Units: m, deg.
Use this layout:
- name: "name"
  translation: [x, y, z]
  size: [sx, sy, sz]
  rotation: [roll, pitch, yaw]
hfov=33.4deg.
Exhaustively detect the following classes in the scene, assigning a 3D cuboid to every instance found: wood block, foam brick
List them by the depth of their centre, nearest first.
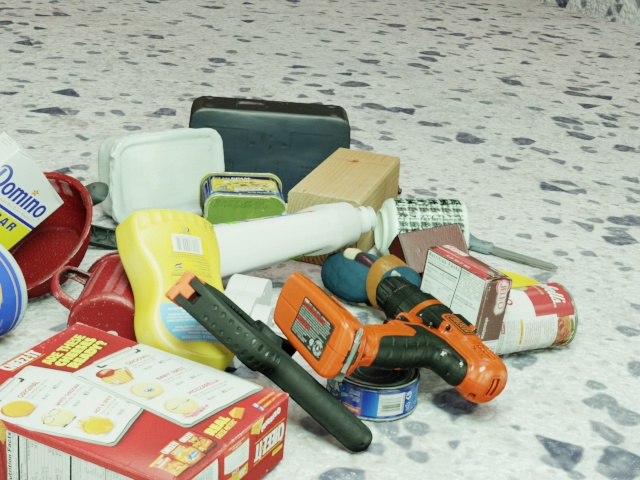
- name: "foam brick"
  translation: [0.125, 0.017, 1.221]
  size: [0.078, 0.051, 0.053]
  rotation: [-10, -19, -13]
- name: "wood block"
  translation: [0.032, -0.044, 1.348]
  size: [0.091, 0.090, 0.205]
  rotation: [10, 22, 15]

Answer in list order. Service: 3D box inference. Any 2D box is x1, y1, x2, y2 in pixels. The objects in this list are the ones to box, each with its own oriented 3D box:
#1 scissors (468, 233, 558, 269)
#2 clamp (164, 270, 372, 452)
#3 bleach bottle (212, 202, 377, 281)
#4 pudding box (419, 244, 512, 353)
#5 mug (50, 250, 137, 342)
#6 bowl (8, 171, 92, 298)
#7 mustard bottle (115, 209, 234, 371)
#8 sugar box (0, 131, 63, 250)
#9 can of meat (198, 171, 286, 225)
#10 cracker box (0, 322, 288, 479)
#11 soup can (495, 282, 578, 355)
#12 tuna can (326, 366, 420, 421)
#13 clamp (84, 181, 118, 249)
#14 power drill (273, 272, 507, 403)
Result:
- name: "scissors"
  translation: [0.208, 0.001, 1.376]
  size: [0.202, 0.016, 0.096]
  rotation: [11, 22, 14]
- name: "clamp"
  translation: [-0.055, 0.087, 0.909]
  size: [0.209, 0.036, 0.165]
  rotation: [42, -1, -30]
- name: "bleach bottle"
  translation: [-0.058, 0.001, 1.164]
  size: [0.250, 0.068, 0.103]
  rotation: [-13, 0, -24]
- name: "pudding box"
  translation: [0.134, 0.071, 1.041]
  size: [0.039, 0.113, 0.090]
  rotation: [-1, 22, -35]
- name: "mug"
  translation: [-0.199, 0.062, 1.004]
  size: [0.117, 0.093, 0.081]
  rotation: [31, 24, -9]
- name: "bowl"
  translation: [-0.303, 0.006, 1.122]
  size: [0.162, 0.055, 0.162]
  rotation: [-10, 51, 12]
- name: "mustard bottle"
  translation: [-0.122, 0.068, 0.952]
  size: [0.096, 0.058, 0.191]
  rotation: [10, 55, -44]
- name: "sugar box"
  translation: [-0.350, -0.017, 1.058]
  size: [0.176, 0.093, 0.048]
  rotation: [-42, 52, -13]
- name: "can of meat"
  translation: [-0.093, -0.042, 1.271]
  size: [0.102, 0.057, 0.084]
  rotation: [1, 20, -9]
- name: "cracker box"
  translation: [-0.156, 0.148, 0.832]
  size: [0.214, 0.072, 0.164]
  rotation: [14, 22, 23]
- name: "soup can"
  translation: [0.203, 0.081, 1.097]
  size: [0.102, 0.068, 0.069]
  rotation: [-5, 24, -24]
- name: "tuna can"
  translation: [0.048, 0.130, 0.979]
  size: [0.086, 0.034, 0.086]
  rotation: [5, 21, -2]
- name: "clamp"
  translation: [-0.308, -0.016, 1.221]
  size: [0.171, 0.120, 0.039]
  rotation: [-8, 53, 6]
- name: "power drill"
  translation: [0.054, 0.075, 0.957]
  size: [0.187, 0.057, 0.185]
  rotation: [9, 20, -36]
